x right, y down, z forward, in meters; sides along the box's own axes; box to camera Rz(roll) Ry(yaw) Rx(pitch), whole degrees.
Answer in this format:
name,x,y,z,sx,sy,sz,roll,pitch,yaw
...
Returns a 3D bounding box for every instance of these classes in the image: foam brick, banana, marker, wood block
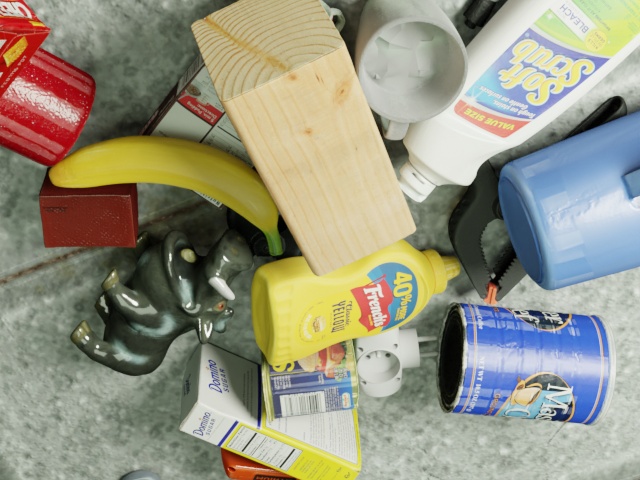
name,x,y,z,sx,sy,sz,roll,pitch,yaw
foam brick,-0.194,-0.029,0.905,0.078,0.051,0.053,0,122,-3
banana,-0.114,-0.047,0.850,0.197,0.037,0.069,19,95,-3
marker,0.148,-0.215,0.820,0.020,0.020,0.121,25,118,-18
wood block,-0.008,-0.077,0.785,0.090,0.091,0.206,-25,140,2

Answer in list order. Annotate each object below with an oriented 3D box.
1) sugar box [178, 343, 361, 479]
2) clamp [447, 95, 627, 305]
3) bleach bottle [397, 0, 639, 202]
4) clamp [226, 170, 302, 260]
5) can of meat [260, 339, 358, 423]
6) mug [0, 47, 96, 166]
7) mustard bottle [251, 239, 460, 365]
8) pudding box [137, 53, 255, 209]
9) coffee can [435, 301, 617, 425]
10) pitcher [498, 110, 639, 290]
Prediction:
name,x,y,z,sx,sy,sz,roll,pitch,yaw
sugar box,-0.047,0.169,1.014,0.176,0.093,0.048,24,118,-16
clamp,0.173,-0.040,0.923,0.164,0.036,0.210,-1,119,-1
bleach bottle,0.158,-0.125,0.831,0.102,0.068,0.251,37,106,-19
clamp,-0.056,0.001,0.939,0.120,0.039,0.171,-2,123,-5
can of meat,-0.011,0.115,0.976,0.084,0.102,0.057,-6,123,-1
mug,-0.235,-0.107,0.837,0.081,0.093,0.117,27,152,-29
mustard bottle,0.036,0.044,0.937,0.191,0.058,0.096,-14,128,-20
pudding box,-0.086,-0.093,0.876,0.090,0.039,0.114,33,118,-20
coffee can,0.187,0.114,0.983,0.140,0.103,0.103,6,122,-6
pitcher,0.271,-0.048,0.837,0.243,0.145,0.149,-19,130,-1
